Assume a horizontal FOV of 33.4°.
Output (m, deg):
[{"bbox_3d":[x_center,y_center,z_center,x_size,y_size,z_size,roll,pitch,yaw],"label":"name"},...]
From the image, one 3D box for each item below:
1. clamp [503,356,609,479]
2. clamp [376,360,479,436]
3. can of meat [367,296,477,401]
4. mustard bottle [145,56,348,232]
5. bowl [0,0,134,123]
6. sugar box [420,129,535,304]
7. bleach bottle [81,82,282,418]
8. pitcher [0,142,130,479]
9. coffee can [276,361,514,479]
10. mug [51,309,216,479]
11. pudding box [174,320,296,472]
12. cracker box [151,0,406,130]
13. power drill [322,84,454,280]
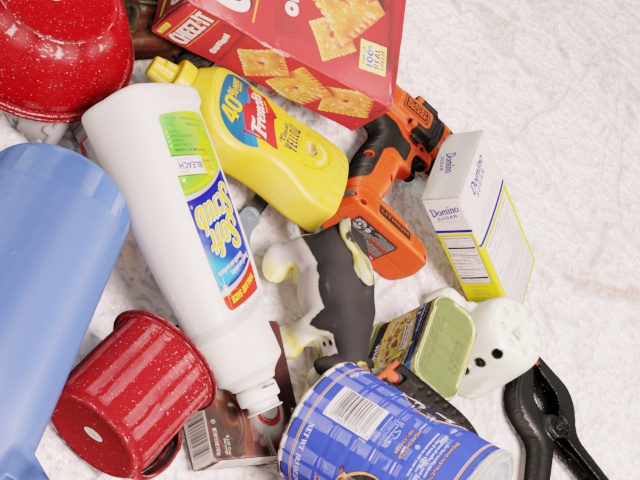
[{"bbox_3d":[0.227,0.189,1.025,0.120,0.039,0.171,14,59,-36],"label":"clamp"},{"bbox_3d":[0.117,0.186,0.840,0.036,0.165,0.210,-37,98,-30],"label":"clamp"},{"bbox_3d":[0.081,0.104,0.919,0.057,0.084,0.102,40,47,-16],"label":"can of meat"},{"bbox_3d":[-0.065,-0.092,0.900,0.191,0.058,0.096,34,38,-21],"label":"mustard bottle"},{"bbox_3d":[-0.204,-0.169,0.789,0.161,0.055,0.162,16,57,-27],"label":"bowl"},{"bbox_3d":[0.153,-0.009,1.015,0.176,0.048,0.093,59,41,-35],"label":"sugar box"},{"bbox_3d":[-0.088,0.009,0.792,0.251,0.068,0.102,66,24,5],"label":"bleach bottle"},{"bbox_3d":[-0.222,0.049,0.679,0.149,0.145,0.242,48,40,-29],"label":"pitcher"},{"bbox_3d":[0.054,0.165,0.775,0.140,0.103,0.102,27,37,28],"label":"coffee can"},{"bbox_3d":[-0.130,0.118,0.744,0.081,0.093,0.117,-47,136,-39],"label":"mug"},{"bbox_3d":[-0.065,0.117,0.821,0.089,0.039,0.113,4,65,-40],"label":"pudding box"},{"bbox_3d":[-0.025,-0.216,0.936,0.213,0.072,0.164,24,63,-30],"label":"cracker box"},{"bbox_3d":[0.080,-0.055,1.027,0.184,0.057,0.187,38,46,-22],"label":"power drill"}]
